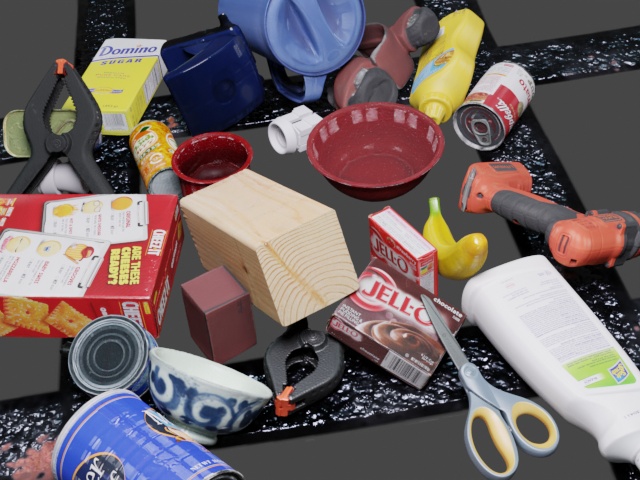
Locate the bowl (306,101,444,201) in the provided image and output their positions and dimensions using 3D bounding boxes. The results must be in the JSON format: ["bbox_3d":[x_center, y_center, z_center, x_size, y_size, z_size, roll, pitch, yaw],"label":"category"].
[{"bbox_3d":[0.065,-0.095,1.260,0.162,0.055,0.162,-3,42,3],"label":"bowl"}]

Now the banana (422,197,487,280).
[{"bbox_3d":[0.134,0.007,1.104,0.037,0.069,0.198,-12,15,-7],"label":"banana"}]

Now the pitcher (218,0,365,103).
[{"bbox_3d":[-0.049,-0.284,1.397,0.149,0.145,0.243,-52,27,-2],"label":"pitcher"}]

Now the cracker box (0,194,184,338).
[{"bbox_3d":[-0.267,0.027,1.153,0.214,0.072,0.164,1,43,6],"label":"cracker box"}]

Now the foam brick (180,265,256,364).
[{"bbox_3d":[-0.102,0.076,1.076,0.052,0.078,0.051,-26,45,-23],"label":"foam brick"}]

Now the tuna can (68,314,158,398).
[{"bbox_3d":[-0.203,0.117,1.051,0.086,0.033,0.086,-4,66,10],"label":"tuna can"}]

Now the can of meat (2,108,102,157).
[{"bbox_3d":[-0.328,-0.132,1.320,0.102,0.057,0.084,-1,6,5],"label":"can of meat"}]

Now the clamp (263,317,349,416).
[{"bbox_3d":[0.003,0.105,1.062,0.120,0.039,0.171,6,46,11],"label":"clamp"}]

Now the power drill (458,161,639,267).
[{"bbox_3d":[0.257,-0.030,1.139,0.184,0.057,0.188,-4,24,-44],"label":"power drill"}]

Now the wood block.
[{"bbox_3d":[-0.058,0.002,1.091,0.090,0.091,0.206,-27,25,-19],"label":"wood block"}]

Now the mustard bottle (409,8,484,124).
[{"bbox_3d":[0.155,-0.208,1.349,0.058,0.096,0.191,37,43,-18],"label":"mustard bottle"}]

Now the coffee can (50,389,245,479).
[{"bbox_3d":[-0.148,0.206,0.919,0.140,0.103,0.102,29,53,32],"label":"coffee can"}]

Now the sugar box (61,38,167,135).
[{"bbox_3d":[-0.270,-0.209,1.430,0.093,0.048,0.176,3,44,10],"label":"sugar box"}]

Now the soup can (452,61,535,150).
[{"bbox_3d":[0.215,-0.166,1.311,0.069,0.068,0.102,19,47,24],"label":"soup can"}]

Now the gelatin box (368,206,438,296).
[{"bbox_3d":[0.086,0.018,1.120,0.030,0.073,0.089,-27,46,-22],"label":"gelatin box"}]

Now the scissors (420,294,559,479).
[{"bbox_3d":[0.160,0.131,1.003,0.096,0.016,0.202,-4,54,-9],"label":"scissors"}]

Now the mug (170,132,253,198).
[{"bbox_3d":[-0.120,-0.073,1.237,0.093,0.081,0.117,-5,42,1],"label":"mug"}]

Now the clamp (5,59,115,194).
[{"bbox_3d":[-0.293,-0.105,1.249,0.164,0.036,0.210,7,86,6],"label":"clamp"}]

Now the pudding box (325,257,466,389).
[{"bbox_3d":[0.075,0.081,1.053,0.113,0.039,0.090,33,52,6],"label":"pudding box"}]

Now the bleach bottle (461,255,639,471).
[{"bbox_3d":[0.236,0.122,0.999,0.102,0.068,0.251,-19,46,-14],"label":"bleach bottle"}]
